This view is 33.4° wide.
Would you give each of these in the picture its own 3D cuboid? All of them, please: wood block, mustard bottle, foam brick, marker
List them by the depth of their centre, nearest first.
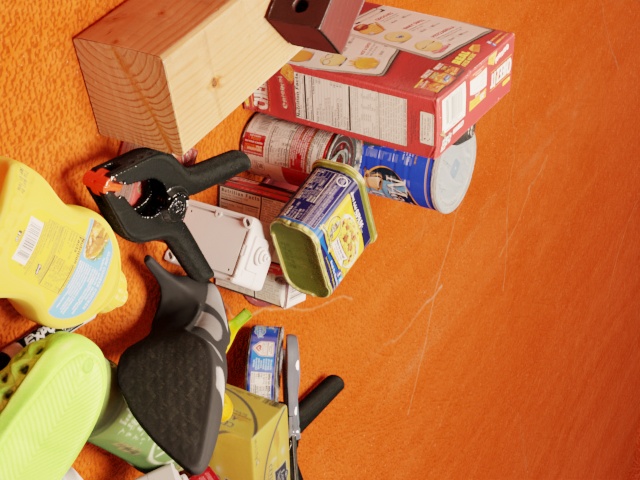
[{"bbox_3d":[-0.204,0.015,0.812,0.191,0.058,0.096,42,66,-59],"label":"mustard bottle"},{"bbox_3d":[-0.226,0.080,0.848,0.120,0.020,0.020,-36,134,-49],"label":"marker"},{"bbox_3d":[-0.094,-0.169,0.883,0.205,0.090,0.091,-49,144,-39],"label":"wood block"},{"bbox_3d":[0.001,-0.202,0.883,0.051,0.053,0.078,37,72,-61],"label":"foam brick"}]

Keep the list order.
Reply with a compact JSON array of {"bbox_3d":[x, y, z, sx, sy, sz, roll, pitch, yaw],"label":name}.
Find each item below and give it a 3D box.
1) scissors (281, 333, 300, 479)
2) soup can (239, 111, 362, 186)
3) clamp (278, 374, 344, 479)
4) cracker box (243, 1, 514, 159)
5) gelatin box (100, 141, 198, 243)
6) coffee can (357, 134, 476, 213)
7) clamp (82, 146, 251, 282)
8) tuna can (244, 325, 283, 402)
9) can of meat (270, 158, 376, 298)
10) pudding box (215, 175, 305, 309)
[{"bbox_3d":[-0.029,0.185,1.138,0.202,0.016,0.096,-98,-170,-47],"label":"scissors"},{"bbox_3d":[-0.020,-0.087,1.046,0.068,0.102,0.068,-36,134,-49],"label":"soup can"},{"bbox_3d":[-0.039,0.224,1.244,0.209,0.036,0.164,31,77,-61],"label":"clamp"},{"bbox_3d":[0.055,-0.161,1.024,0.164,0.214,0.072,-43,141,-44],"label":"cracker box"},{"bbox_3d":[-0.146,-0.046,0.916,0.073,0.030,0.089,17,89,-61],"label":"gelatin box"},{"bbox_3d":[0.090,-0.095,1.200,0.102,0.140,0.103,-36,134,-49],"label":"coffee can"},{"bbox_3d":[-0.122,-0.041,0.887,0.171,0.039,0.120,32,74,-57],"label":"clamp"},{"bbox_3d":[-0.059,0.132,1.126,0.086,0.034,0.086,6,88,-89],"label":"tuna can"},{"bbox_3d":[0.002,-0.009,0.981,0.083,0.058,0.102,-53,145,-32],"label":"can of meat"},{"bbox_3d":[-0.057,0.001,1.039,0.039,0.090,0.113,-23,124,-54],"label":"pudding box"}]
